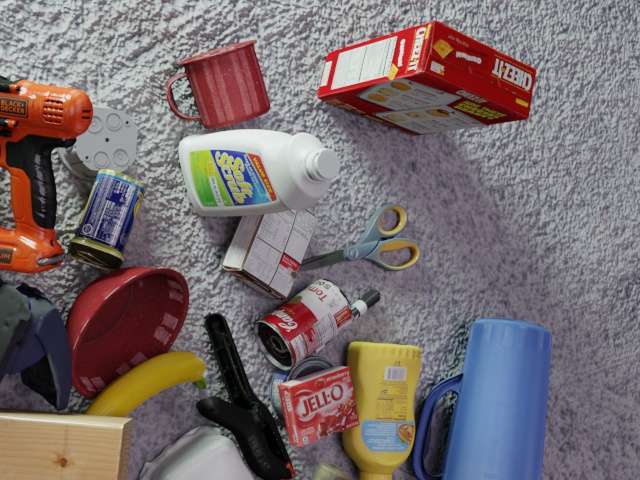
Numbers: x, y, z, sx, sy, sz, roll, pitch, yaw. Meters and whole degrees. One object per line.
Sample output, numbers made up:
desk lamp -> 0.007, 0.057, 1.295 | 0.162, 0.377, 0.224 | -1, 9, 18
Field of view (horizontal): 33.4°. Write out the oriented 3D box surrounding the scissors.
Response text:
scissors -> 0.044, -0.003, 1.340 | 0.201, 0.016, 0.096 | 4, 85, -33

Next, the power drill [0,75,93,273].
power drill -> -0.316, -0.068, 1.049 | 0.057, 0.185, 0.188 | -25, 123, -69

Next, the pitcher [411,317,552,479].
pitcher -> 0.223, 0.227, 1.393 | 0.149, 0.145, 0.243 | 22, 73, -43

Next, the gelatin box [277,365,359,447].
gelatin box -> -0.001, 0.194, 1.254 | 0.089, 0.030, 0.073 | -14, 96, -33

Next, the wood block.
wood block -> -0.292, 0.209, 1.022 | 0.206, 0.090, 0.091 | 6, 84, -3

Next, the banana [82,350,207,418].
banana -> -0.185, 0.161, 1.137 | 0.197, 0.037, 0.070 | -20, 117, -47

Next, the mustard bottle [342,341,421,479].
mustard bottle -> 0.074, 0.224, 1.327 | 0.096, 0.058, 0.191 | 8, 84, -33

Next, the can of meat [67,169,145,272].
can of meat -> -0.223, -0.020, 1.118 | 0.057, 0.102, 0.084 | 20, 74, -11

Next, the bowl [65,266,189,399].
bowl -> -0.214, 0.085, 1.121 | 0.161, 0.055, 0.162 | -39, 148, -31

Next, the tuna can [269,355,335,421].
tuna can -> -0.017, 0.180, 1.285 | 0.085, 0.034, 0.086 | 1, 88, -33

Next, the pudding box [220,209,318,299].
pudding box -> -0.058, 0.002, 1.250 | 0.090, 0.039, 0.113 | 36, 67, -43

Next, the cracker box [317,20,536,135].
cracker box -> 0.124, -0.189, 1.279 | 0.164, 0.214, 0.072 | 17, 79, -31

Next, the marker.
marker -> 0.031, 0.098, 1.327 | 0.121, 0.020, 0.020 | -37, 108, -28

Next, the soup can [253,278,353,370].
soup can -> -0.019, 0.098, 1.266 | 0.102, 0.069, 0.068 | -34, 106, -29

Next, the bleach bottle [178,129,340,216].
bleach bottle -> -0.062, -0.079, 1.133 | 0.067, 0.251, 0.102 | -17, 97, -32

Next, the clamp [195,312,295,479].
clamp -> -0.085, 0.203, 1.196 | 0.036, 0.164, 0.210 | -21, 113, 12

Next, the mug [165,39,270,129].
mug -> -0.116, -0.171, 1.205 | 0.117, 0.093, 0.081 | -19, 104, -10
